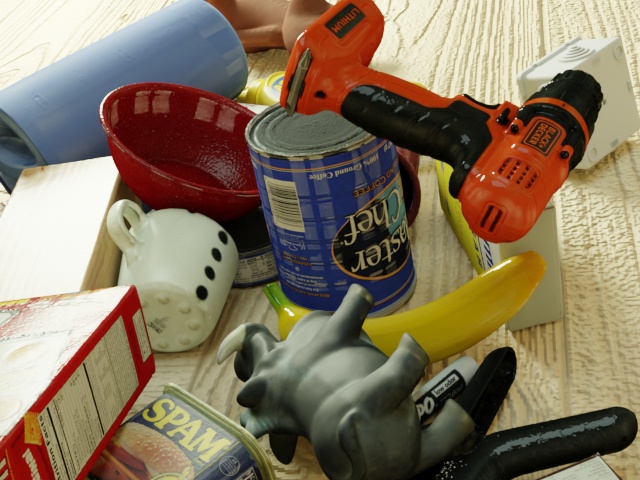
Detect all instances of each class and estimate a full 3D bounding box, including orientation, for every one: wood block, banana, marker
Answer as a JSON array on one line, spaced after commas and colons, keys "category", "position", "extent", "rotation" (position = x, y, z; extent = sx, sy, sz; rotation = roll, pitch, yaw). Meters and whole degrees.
[{"category": "wood block", "position": [-0.192, 0.026, 0.800], "extent": [0.091, 0.090, 0.206], "rotation": [-9, 31, 4]}, {"category": "banana", "position": [0.051, 0.052, 0.698], "extent": [0.198, 0.069, 0.037], "rotation": [-7, -3, 21]}, {"category": "marker", "position": [0.053, 0.109, 0.653], "extent": [0.120, 0.020, 0.020], "rotation": [-33, 37, -30]}]

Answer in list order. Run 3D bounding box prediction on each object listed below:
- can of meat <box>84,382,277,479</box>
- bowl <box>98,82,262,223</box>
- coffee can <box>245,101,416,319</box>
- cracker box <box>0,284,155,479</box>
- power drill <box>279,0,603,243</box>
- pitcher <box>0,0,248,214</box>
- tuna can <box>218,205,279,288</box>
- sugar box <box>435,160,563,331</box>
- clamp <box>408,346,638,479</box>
[{"category": "can of meat", "position": [-0.088, 0.140, 0.615], "extent": [0.083, 0.057, 0.102], "rotation": [-35, 38, -29]}, {"category": "bowl", "position": [-0.101, -0.061, 0.840], "extent": [0.162, 0.055, 0.162], "rotation": [17, 31, -11]}, {"category": "coffee can", "position": [0.010, -0.024, 0.764], "extent": [0.103, 0.140, 0.103], "rotation": [-9, 31, 5]}, {"category": "cracker box", "position": [-0.204, 0.104, 0.591], "extent": [0.164, 0.072, 0.213], "rotation": [-7, 21, 14]}, {"category": "power drill", "position": [0.083, -0.093, 0.690], "extent": [0.188, 0.057, 0.184], "rotation": [28, 41, 12]}, {"category": "pitcher", "position": [-0.177, -0.118, 0.977], "extent": [0.242, 0.149, 0.145], "rotation": [-38, 22, -29]}, {"category": "tuna can", "position": [-0.056, 0.001, 0.848], "extent": [0.086, 0.034, 0.086], "rotation": [-9, 31, 5]}, {"category": "sugar box", "position": [0.123, -0.023, 0.771], "extent": [0.048, 0.093, 0.176], "rotation": [-12, 31, -1]}, {"category": "clamp", "position": [0.080, 0.117, 0.613], "extent": [0.171, 0.039, 0.120], "rotation": [-22, 18, -12]}]
